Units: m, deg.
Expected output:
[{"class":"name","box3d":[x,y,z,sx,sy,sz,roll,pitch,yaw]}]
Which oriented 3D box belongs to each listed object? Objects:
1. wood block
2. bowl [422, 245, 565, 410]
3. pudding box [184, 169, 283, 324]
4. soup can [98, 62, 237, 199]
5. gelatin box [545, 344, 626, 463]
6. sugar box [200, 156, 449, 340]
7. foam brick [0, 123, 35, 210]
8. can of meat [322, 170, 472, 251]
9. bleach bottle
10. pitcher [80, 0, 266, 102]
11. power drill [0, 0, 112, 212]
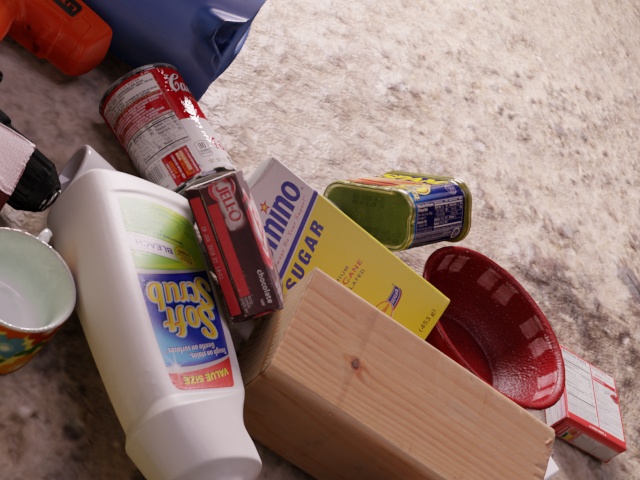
[{"class":"wood block","box3d":[0.045,0.122,0.724,0.206,0.090,0.090,35,51,-10]},{"class":"bowl","box3d":[0.132,0.085,0.908,0.162,0.055,0.162,28,39,-25]},{"class":"pudding box","box3d":[-0.055,0.001,0.701,0.113,0.039,0.090,-133,-156,-84]},{"class":"soup can","box3d":[-0.112,-0.072,0.795,0.068,0.069,0.102,-10,62,-50]},{"class":"gelatin box","box3d":[0.240,0.149,0.979,0.073,0.030,0.089,30,37,-20]},{"class":"sugar box","box3d":[0.001,0.028,0.799,0.176,0.048,0.093,39,75,-13]},{"class":"foam brick","box3d":[-0.215,-0.032,0.640,0.051,0.078,0.053,32,37,-18]},{"class":"can of meat","box3d":[0.064,-0.025,0.913,0.083,0.102,0.057,-11,106,-47]},{"class":"bleach bottle","box3d":[-0.089,0.068,0.639,0.102,0.068,0.251,23,30,-45]},{"class":"pitcher","box3d":[-0.165,-0.223,0.857,0.242,0.149,0.145,34,51,-12]},{"class":"power drill","box3d":[-0.221,-0.119,0.738,0.184,0.057,0.187,42,35,-7]}]
